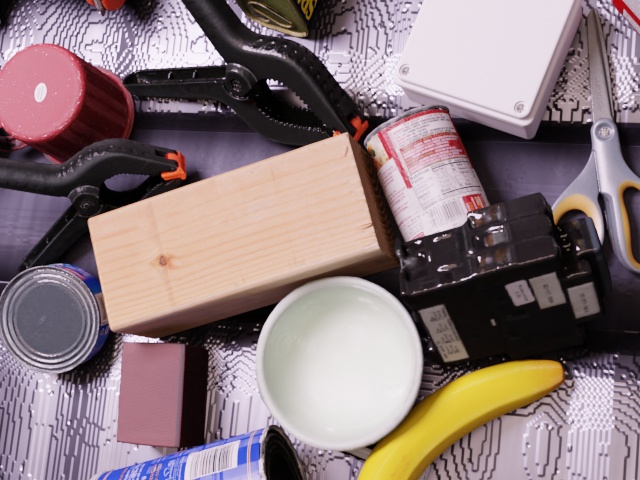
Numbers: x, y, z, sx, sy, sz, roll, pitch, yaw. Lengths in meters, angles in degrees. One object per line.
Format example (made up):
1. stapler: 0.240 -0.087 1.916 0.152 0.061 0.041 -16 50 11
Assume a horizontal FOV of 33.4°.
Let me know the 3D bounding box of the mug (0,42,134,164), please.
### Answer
1. mug: -0.221 -0.105 0.867 0.117 0.081 0.093 -22 76 11

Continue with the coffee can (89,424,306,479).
1. coffee can: -0.086 0.200 0.767 0.140 0.102 0.103 -18 76 12

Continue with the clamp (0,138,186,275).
1. clamp: -0.194 -0.042 0.842 0.171 0.120 0.039 -25 43 6

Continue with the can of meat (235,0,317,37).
1. can of meat: -0.028 -0.217 0.824 0.057 0.102 0.084 21 84 16

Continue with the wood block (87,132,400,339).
1. wood block: -0.055 0.001 0.800 0.206 0.090 0.091 -17 78 12

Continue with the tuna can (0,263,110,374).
1. tuna can: -0.211 0.061 0.851 0.086 0.033 0.086 1 94 9

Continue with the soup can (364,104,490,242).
1. soup can: 0.082 -0.039 0.780 0.068 0.068 0.102 -24 75 10

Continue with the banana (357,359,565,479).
1. banana: 0.085 0.143 0.750 0.070 0.037 0.197 40 75 22

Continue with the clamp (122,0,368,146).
1. clamp: -0.059 -0.137 0.810 0.210 0.165 0.036 26 52 11

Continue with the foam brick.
1. foam brick: -0.120 0.118 0.817 0.051 0.053 0.078 -1 79 15
